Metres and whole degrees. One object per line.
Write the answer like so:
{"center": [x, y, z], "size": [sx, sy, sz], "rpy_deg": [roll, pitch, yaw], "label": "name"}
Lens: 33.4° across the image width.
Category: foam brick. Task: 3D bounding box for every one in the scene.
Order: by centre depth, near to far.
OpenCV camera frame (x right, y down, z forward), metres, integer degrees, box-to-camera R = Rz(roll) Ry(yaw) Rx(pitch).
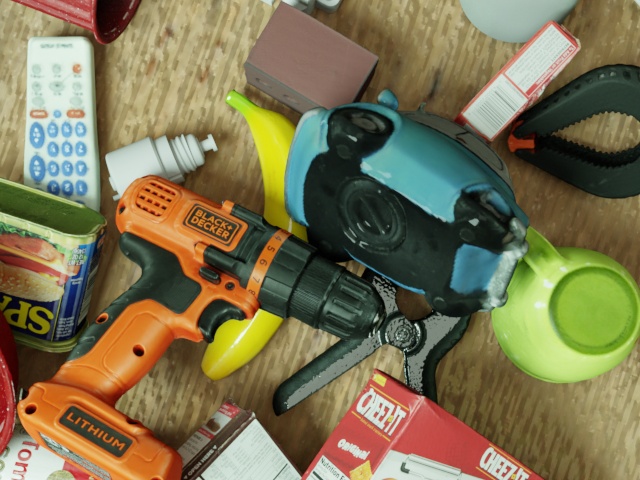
{"center": [-0.007, -0.115, 0.719], "size": [0.078, 0.053, 0.051], "rpy_deg": [31, 86, 1], "label": "foam brick"}

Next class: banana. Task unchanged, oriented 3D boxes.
{"center": [-0.037, -0.002, 0.721], "size": [0.070, 0.037, 0.198], "rpy_deg": [3, 84, 18], "label": "banana"}

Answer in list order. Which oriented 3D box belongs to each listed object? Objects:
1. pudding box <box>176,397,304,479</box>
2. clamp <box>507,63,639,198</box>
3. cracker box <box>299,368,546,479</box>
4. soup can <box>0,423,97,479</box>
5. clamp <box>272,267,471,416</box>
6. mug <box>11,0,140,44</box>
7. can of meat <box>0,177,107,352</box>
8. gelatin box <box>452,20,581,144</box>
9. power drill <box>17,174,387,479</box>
{"center": [-0.051, 0.171, 0.672], "size": [0.090, 0.039, 0.113], "rpy_deg": [-44, 120, -21], "label": "pudding box"}
{"center": [0.230, -0.081, 0.696], "size": [0.210, 0.036, 0.164], "rpy_deg": [6, 121, 15], "label": "clamp"}
{"center": [0.043, 0.212, 0.660], "size": [0.164, 0.072, 0.213], "rpy_deg": [37, 84, -27], "label": "cracker box"}
{"center": [-0.162, 0.158, 0.689], "size": [0.102, 0.068, 0.068], "rpy_deg": [10, 86, 0], "label": "soup can"}
{"center": [0.042, 0.064, 0.714], "size": [0.120, 0.039, 0.171], "rpy_deg": [16, 84, -8], "label": "clamp"}
{"center": [-0.166, -0.187, 0.692], "size": [0.081, 0.117, 0.093], "rpy_deg": [21, 92, 5], "label": "mug"}
{"center": [-0.194, 0.013, 0.688], "size": [0.102, 0.057, 0.084], "rpy_deg": [18, 113, 0], "label": "can of meat"}
{"center": [0.127, -0.099, 0.711], "size": [0.030, 0.073, 0.089], "rpy_deg": [44, 85, 1], "label": "gelatin box"}
{"center": [-0.075, 0.064, 0.642], "size": [0.184, 0.057, 0.187], "rpy_deg": [25, 63, 13], "label": "power drill"}
